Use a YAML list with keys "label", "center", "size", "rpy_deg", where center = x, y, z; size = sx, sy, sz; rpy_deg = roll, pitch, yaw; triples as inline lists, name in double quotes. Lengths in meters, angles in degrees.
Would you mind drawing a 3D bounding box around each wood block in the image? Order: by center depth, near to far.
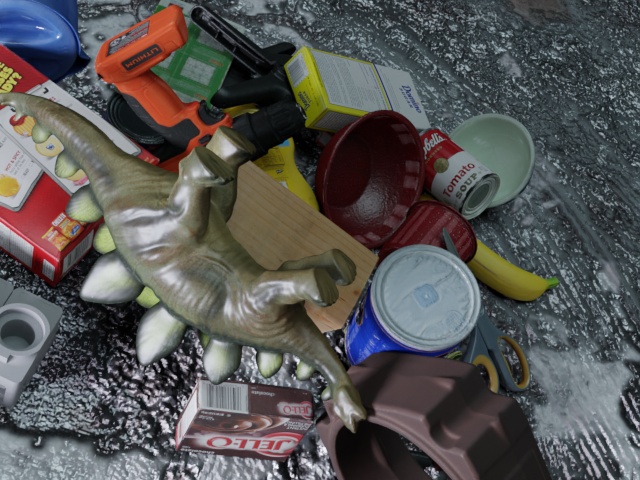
- label: "wood block"
  center: [-0.057, 0.001, 1.083]
  size: [0.206, 0.091, 0.090]
  rpy_deg: [36, 66, -15]

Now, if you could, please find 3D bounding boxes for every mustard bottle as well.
- label: "mustard bottle"
  center: [-0.074, -0.091, 1.210]
  size: [0.096, 0.058, 0.192]
  rpy_deg: [-12, 60, -16]

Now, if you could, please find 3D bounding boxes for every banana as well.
- label: "banana"
  center: [0.191, 0.017, 1.267]
  size: [0.198, 0.037, 0.069]
  rpy_deg: [35, 27, 1]

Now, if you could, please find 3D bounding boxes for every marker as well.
- label: "marker"
  center: [0.055, 0.210, 1.071]
  size: [0.121, 0.020, 0.020]
  rpy_deg: [16, 51, -13]

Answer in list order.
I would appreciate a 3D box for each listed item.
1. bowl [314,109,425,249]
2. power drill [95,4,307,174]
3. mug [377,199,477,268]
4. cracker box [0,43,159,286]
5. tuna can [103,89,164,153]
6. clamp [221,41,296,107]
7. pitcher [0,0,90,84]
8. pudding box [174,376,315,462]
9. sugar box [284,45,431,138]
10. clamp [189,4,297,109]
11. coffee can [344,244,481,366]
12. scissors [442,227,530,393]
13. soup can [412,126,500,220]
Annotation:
- label: "bowl"
  center: [0.046, -0.073, 1.217]
  size: [0.161, 0.162, 0.055]
  rpy_deg: [-24, 30, -36]
- label: "power drill"
  center: [-0.129, -0.147, 1.109]
  size: [0.187, 0.184, 0.057]
  rpy_deg: [57, 13, -32]
- label: "mug"
  center: [0.124, 0.024, 1.200]
  size: [0.117, 0.093, 0.081]
  rpy_deg: [50, 54, -10]
- label: "cracker box"
  center: [-0.299, -0.078, 1.085]
  size: [0.214, 0.072, 0.164]
  rpy_deg: [35, 56, 4]
- label: "tuna can"
  center: [-0.201, -0.132, 1.200]
  size: [0.086, 0.034, 0.086]
  rpy_deg: [12, 52, -16]
- label: "clamp"
  center: [-0.097, -0.209, 1.300]
  size: [0.171, 0.039, 0.120]
  rpy_deg: [14, 49, -19]
- label: "pitcher"
  center: [-0.345, -0.298, 1.197]
  size: [0.145, 0.149, 0.243]
  rpy_deg: [-12, 53, 4]
- label: "pudding box"
  center: [-0.071, 0.169, 0.998]
  size: [0.113, 0.090, 0.039]
  rpy_deg: [11, 50, -16]
- label: "sugar box"
  center: [0.046, -0.167, 1.261]
  size: [0.175, 0.048, 0.093]
  rpy_deg: [8, 54, -43]
- label: "clamp"
  center: [-0.059, -0.198, 1.253]
  size: [0.209, 0.036, 0.164]
  rpy_deg: [9, 46, -39]
- label: "coffee can"
  center: [0.086, 0.078, 1.032]
  size: [0.102, 0.140, 0.103]
  rpy_deg: [4, 65, -8]
- label: "scissors"
  center: [0.160, 0.093, 1.156]
  size: [0.096, 0.016, 0.201]
  rpy_deg: [-42, 104, -27]
- label: "soup can"
  center: [0.155, -0.079, 1.271]
  size: [0.068, 0.069, 0.102]
  rpy_deg: [-25, 54, -36]
